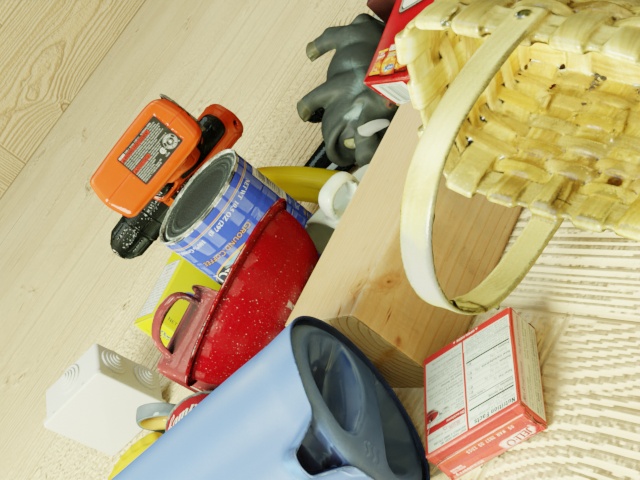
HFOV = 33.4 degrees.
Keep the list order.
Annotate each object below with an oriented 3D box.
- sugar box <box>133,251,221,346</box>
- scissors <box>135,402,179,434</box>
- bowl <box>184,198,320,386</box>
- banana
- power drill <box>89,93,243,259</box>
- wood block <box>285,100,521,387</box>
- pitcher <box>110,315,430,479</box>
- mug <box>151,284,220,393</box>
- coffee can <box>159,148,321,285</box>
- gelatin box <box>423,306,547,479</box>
[{"bbox_3d":[-0.101,0.032,1.046,0.048,0.093,0.176,-19,39,51],"label":"sugar box"},{"bbox_3d":[-0.151,0.169,0.953,0.202,0.096,0.016,-24,59,43],"label":"scissors"},{"bbox_3d":[-0.042,0.051,0.817,0.162,0.055,0.162,-62,-5,-11],"label":"bowl"},{"bbox_3d":[-0.007,-0.051,1.026,0.198,0.069,0.037,17,104,58],"label":"banana"},{"bbox_3d":[-0.153,-0.058,0.998,0.184,0.057,0.187,-53,-3,3],"label":"power drill"},{"bbox_3d":[0.073,-0.004,0.779,0.091,0.090,0.206,-13,44,57],"label":"wood block"},{"bbox_3d":[-0.057,0.167,0.698,0.243,0.149,0.145,-38,44,17],"label":"pitcher"},{"bbox_3d":[-0.098,0.090,0.933,0.093,0.117,0.081,10,68,51],"label":"mug"},{"bbox_3d":[-0.056,0.001,0.946,0.103,0.140,0.103,-41,25,24],"label":"coffee can"},{"bbox_3d":[0.100,0.094,0.658,0.073,0.030,0.089,-37,27,28],"label":"gelatin box"}]
